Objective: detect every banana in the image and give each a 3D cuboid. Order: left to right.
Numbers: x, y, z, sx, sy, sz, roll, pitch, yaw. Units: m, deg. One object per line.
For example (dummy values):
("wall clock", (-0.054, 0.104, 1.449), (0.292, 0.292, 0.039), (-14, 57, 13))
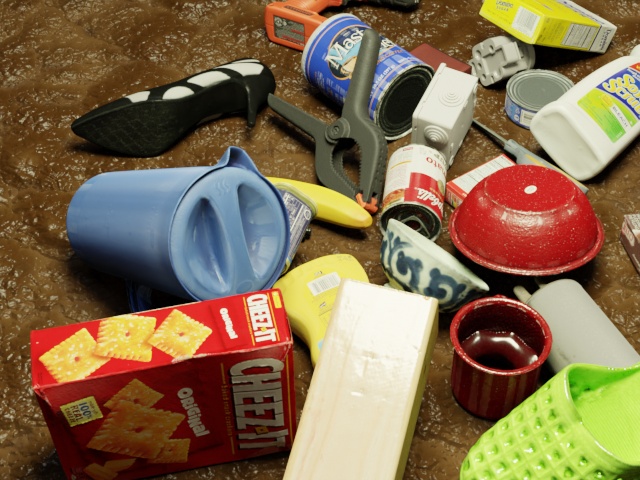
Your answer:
("banana", (-0.038, -0.042, 1.192), (0.198, 0.037, 0.069), (6, 35, 6))

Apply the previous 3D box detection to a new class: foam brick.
("foam brick", (0.143, -0.203, 1.343), (0.078, 0.053, 0.051), (34, 55, 31))

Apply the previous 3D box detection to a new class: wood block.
("wood block", (0.036, 0.150, 0.918), (0.090, 0.091, 0.206), (12, 67, 11))

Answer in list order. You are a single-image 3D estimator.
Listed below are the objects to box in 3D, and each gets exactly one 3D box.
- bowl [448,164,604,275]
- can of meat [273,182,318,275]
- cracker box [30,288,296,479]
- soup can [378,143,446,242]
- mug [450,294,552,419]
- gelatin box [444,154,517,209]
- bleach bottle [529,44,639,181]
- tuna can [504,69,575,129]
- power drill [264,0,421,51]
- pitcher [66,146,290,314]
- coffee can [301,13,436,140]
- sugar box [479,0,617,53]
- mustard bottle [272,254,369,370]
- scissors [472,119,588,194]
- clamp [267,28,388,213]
("bowl", (0.215, -0.032, 1.107), (0.162, 0.055, 0.162), (-2, 36, 1))
("can of meat", (-0.057, 0.001, 1.111), (0.057, 0.102, 0.083), (35, 50, -13))
("cracker box", (-0.130, 0.135, 0.933), (0.213, 0.164, 0.072), (-9, 47, -7))
("soup can", (0.103, -0.050, 1.180), (0.068, 0.068, 0.102), (5, 45, 7))
("mug", (0.167, 0.106, 1.013), (0.093, 0.081, 0.117), (3, 45, 5))
("gelatin box", (0.198, -0.053, 1.207), (0.089, 0.030, 0.073), (-27, 49, -24))
("bleach bottle", (0.358, -0.176, 1.288), (0.102, 0.068, 0.250), (49, 56, -1))
("tuna can", (0.272, -0.174, 1.323), (0.086, 0.034, 0.086), (-1, 45, 1))
("power drill", (0.025, -0.324, 1.465), (0.185, 0.057, 0.187), (20, 46, 25))
("pitcher", (-0.153, 0.000, 1.050), (0.149, 0.145, 0.243), (-43, 29, -28))
("coffee can", (0.059, -0.201, 1.307), (0.102, 0.103, 0.140), (-30, 52, -26))
("sugar box", (0.296, -0.283, 1.373), (0.175, 0.048, 0.093), (-8, 39, -44))
("mustard bottle", (0.033, 0.099, 1.039), (0.096, 0.058, 0.192), (-21, 48, -17))
("scissors", (0.221, -0.106, 1.239), (0.202, 0.016, 0.096), (38, 17, 31))
("clamp", (0.032, -0.132, 1.228), (0.165, 0.036, 0.210), (-37, 61, 26))
